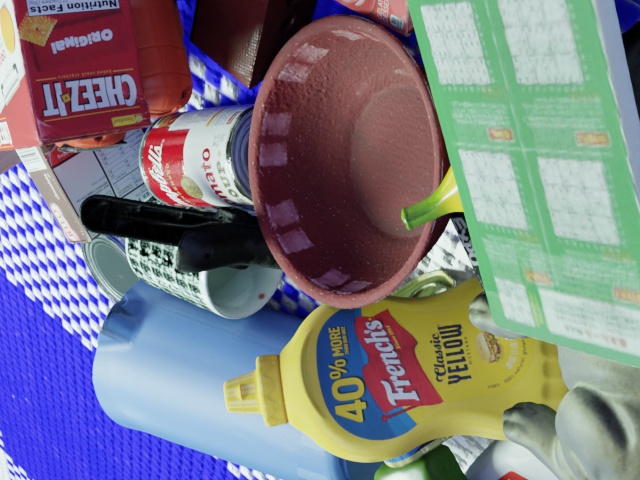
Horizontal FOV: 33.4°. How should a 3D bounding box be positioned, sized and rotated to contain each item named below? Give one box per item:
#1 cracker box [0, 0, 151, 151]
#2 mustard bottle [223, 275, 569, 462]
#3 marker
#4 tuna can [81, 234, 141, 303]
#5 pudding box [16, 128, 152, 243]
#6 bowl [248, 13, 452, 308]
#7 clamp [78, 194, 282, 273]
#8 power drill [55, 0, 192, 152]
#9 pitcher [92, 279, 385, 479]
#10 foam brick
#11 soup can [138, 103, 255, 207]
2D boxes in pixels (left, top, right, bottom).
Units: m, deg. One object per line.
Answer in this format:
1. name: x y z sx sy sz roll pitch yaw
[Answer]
1. cracker box: -0.166 -0.161 0.604 0.164 0.072 0.214 6 107 61
2. mustard bottle: 0.041 0.075 0.608 0.058 0.191 0.096 81 180 -71
3. marker: 0.087 -0.002 0.596 0.121 0.020 0.020 68 153 24
4. tuna can: -0.171 0.020 0.945 0.086 0.033 0.086 30 141 27
5. pudding box: -0.178 -0.067 0.820 0.039 0.089 0.113 -1 121 48
6. bowl: 0.027 -0.044 0.604 0.162 0.055 0.162 8 100 50
7. clamp: -0.054 0.001 0.679 0.120 0.171 0.039 31 112 51
8. power drill: -0.145 -0.149 0.703 0.188 0.057 0.184 -30 70 63
9. pitcher: -0.043 0.115 0.820 0.243 0.149 0.145 13 117 38
10. foam brick: -0.037 -0.140 0.621 0.051 0.052 0.078 40 146 15
11. soup can: -0.066 -0.056 0.722 0.102 0.068 0.068 2 124 47
